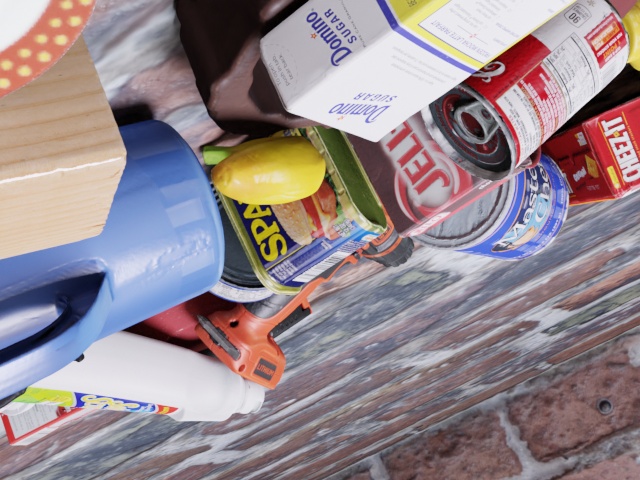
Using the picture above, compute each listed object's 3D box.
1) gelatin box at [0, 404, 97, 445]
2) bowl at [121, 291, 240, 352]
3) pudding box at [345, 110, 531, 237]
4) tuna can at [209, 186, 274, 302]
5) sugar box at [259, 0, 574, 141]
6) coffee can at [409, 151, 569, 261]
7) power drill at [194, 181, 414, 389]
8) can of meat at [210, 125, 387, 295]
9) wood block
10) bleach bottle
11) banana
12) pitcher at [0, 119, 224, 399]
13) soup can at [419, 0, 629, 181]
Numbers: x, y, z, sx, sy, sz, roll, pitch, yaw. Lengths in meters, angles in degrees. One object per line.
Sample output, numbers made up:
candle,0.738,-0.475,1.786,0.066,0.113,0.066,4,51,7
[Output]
gelatin box,-0.238,0.127,0.927,0.089,0.073,0.030,-27,163,9
bowl,-0.108,0.057,0.918,0.162,0.055,0.162,-22,163,-7
pudding box,0.066,-0.071,0.667,0.090,0.113,0.039,-35,162,32
tuna can,-0.055,0.001,0.771,0.086,0.086,0.034,-16,163,-24
sugar box,0.065,-0.115,0.483,0.176,0.048,0.093,-31,161,23
coffee can,0.130,-0.038,0.862,0.103,0.103,0.140,-32,161,24
power drill,-0.005,0.034,0.880,0.187,0.057,0.184,-49,153,0
can of meat,-0.013,-0.028,0.718,0.084,0.102,0.057,-33,161,22
wood block,-0.204,-0.034,0.477,0.205,0.090,0.091,-15,161,-26
bleach bottle,-0.153,0.106,0.846,0.250,0.068,0.103,15,156,-32
banana,-0.030,-0.040,0.616,0.069,0.037,0.198,-10,-173,-7
pitcher,-0.175,0.021,0.584,0.242,0.149,0.145,-21,168,-23
soup can,0.113,-0.090,0.588,0.102,0.068,0.068,-41,168,-19
